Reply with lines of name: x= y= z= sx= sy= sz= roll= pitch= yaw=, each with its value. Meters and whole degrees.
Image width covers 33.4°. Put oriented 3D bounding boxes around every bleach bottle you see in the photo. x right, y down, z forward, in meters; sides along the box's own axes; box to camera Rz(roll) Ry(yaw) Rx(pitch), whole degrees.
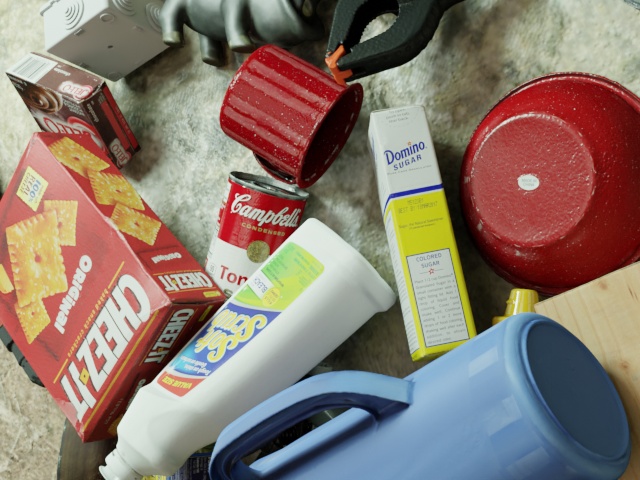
bleach bottle: x=-0.064 y=0.098 z=0.808 sx=0.251 sy=0.068 sz=0.103 roll=-44 pitch=32 yaw=-4

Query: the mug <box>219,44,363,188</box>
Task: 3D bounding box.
mug: x=-0.027 y=-0.093 z=0.843 sx=0.081 sy=0.093 sz=0.117 roll=31 pitch=143 yaw=13

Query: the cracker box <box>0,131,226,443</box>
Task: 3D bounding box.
cracker box: x=-0.198 y=0.036 z=0.901 sx=0.214 sy=0.071 sz=0.164 roll=48 pitch=119 yaw=27

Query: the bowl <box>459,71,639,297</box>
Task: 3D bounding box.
bowl: x=0.156 y=-0.040 z=0.740 sx=0.162 sy=0.055 sz=0.162 roll=-1 pitch=88 yaw=35

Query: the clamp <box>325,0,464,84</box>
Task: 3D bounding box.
clamp: x=0.062 y=-0.191 z=0.793 sx=0.171 sy=0.039 sz=0.120 roll=-38 pitch=55 yaw=-2

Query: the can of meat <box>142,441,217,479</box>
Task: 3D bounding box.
can of meat: x=-0.120 y=0.205 z=0.904 sx=0.102 sy=0.057 sz=0.084 roll=7 pitch=96 yaw=64

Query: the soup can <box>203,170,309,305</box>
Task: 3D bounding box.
soup can: x=-0.056 y=0.001 z=0.878 sx=0.069 sy=0.068 sz=0.102 roll=24 pitch=103 yaw=33

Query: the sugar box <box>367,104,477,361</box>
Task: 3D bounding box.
sugar box: x=0.072 y=-0.002 z=0.774 sx=0.048 sy=0.093 sz=0.176 roll=-9 pitch=81 yaw=-1

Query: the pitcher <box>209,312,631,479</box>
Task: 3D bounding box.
pitcher: x=0.057 y=0.141 z=0.658 sx=0.243 sy=0.148 sz=0.145 roll=-39 pitch=65 yaw=32

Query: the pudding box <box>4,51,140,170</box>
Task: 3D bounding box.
pudding box: x=-0.229 y=-0.121 z=0.992 sx=0.114 sy=0.090 sz=0.039 roll=26 pitch=62 yaw=34
